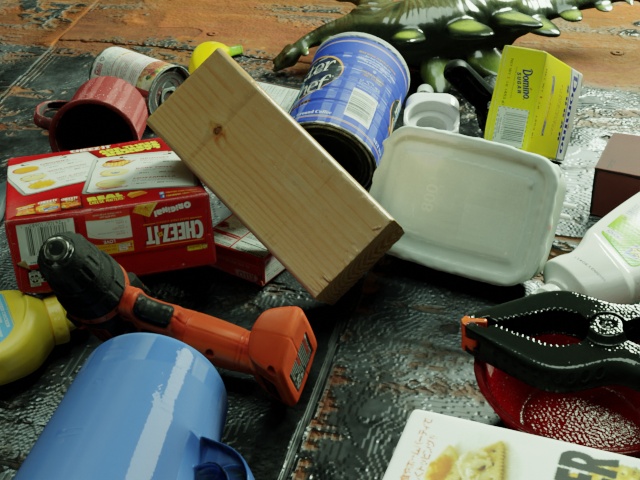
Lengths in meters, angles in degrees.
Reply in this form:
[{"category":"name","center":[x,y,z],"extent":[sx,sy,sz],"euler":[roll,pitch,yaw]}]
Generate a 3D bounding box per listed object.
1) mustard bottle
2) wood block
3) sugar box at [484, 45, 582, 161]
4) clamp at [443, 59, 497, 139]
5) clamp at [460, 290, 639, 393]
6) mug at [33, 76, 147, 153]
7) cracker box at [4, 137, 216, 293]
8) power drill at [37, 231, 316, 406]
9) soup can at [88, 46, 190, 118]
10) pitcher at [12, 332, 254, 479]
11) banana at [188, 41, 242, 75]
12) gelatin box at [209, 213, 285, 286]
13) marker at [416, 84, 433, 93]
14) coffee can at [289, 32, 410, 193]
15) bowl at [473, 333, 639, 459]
[{"category":"mustard bottle","center":[-0.278,0.083,0.847],"extent":[0.191,0.058,0.096],"euler":[-17,32,-18]},{"category":"wood block","center":[-0.036,-0.052,0.894],"extent":[0.091,0.090,0.206],"euler":[-45,78,3]},{"category":"sugar box","center":[0.206,-0.126,1.013],"extent":[0.048,0.093,0.176],"euler":[15,9,25]},{"category":"clamp","center":[0.171,-0.136,1.077],"extent":[0.039,0.120,0.171],"euler":[-13,14,25]},{"category":"clamp","center":[0.203,0.077,0.736],"extent":[0.210,0.036,0.164],"euler":[-1,34,8]},{"category":"mug","center":[-0.238,-0.122,1.108],"extent":[0.117,0.093,0.081],"euler":[10,30,-2]},{"category":"cracker box","center":[-0.191,-0.028,0.949],"extent":[0.164,0.072,0.214],"euler":[-9,20,-13]},{"category":"power drill","center":[-0.102,0.057,0.786],"extent":[0.188,0.184,0.057],"euler":[16,72,15]},{"category":"soup can","center":[-0.203,-0.175,1.204],"extent":[0.102,0.068,0.068],"euler":[22,42,33]},{"category":"pitcher","center":[-0.122,0.166,0.658],"extent":[0.149,0.145,0.242],"euler":[25,33,-7]},{"category":"banana","center":[-0.119,-0.193,1.248],"extent":[0.069,0.037,0.198],"euler":[-7,35,-4]},{"category":"gelatin box","center":[-0.056,0.001,0.970],"extent":[0.073,0.030,0.089],"euler":[19,37,28]},{"category":"marker","center":[0.109,-0.135,1.162],"extent":[0.020,0.020,0.121],"euler":[3,36,9]},{"category":"coffee can","center":[0.023,-0.121,1.045],"extent":[0.103,0.103,0.140],"euler":[8,48,15]},{"category":"bowl","center":[0.191,0.112,0.770],"extent":[0.162,0.055,0.162],"euler":[-2,35,1]}]
